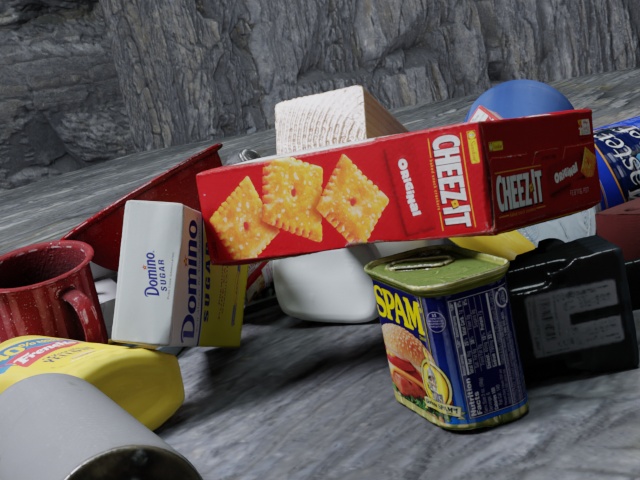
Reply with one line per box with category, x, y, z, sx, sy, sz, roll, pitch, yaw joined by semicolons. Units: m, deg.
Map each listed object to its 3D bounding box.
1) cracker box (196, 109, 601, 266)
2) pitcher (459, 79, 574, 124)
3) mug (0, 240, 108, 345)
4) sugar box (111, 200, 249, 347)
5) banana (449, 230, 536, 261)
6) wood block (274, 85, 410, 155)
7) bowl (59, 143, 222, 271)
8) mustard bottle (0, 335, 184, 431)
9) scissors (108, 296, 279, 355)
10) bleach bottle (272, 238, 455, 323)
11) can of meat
cracker box;0.053;-0.034;0.702;0.214;0.072;0.163;-6;5;37
pitcher;0.213;-0.083;1.087;0.149;0.145;0.242;-42;4;19
mug;-0.204;0.057;0.821;0.117;0.081;0.093;12;30;43
sugar box;-0.092;0.029;0.754;0.048;0.093;0.176;5;-4;9
banana;0.121;-0.021;0.897;0.069;0.037;0.198;11;19;-25
wood block;0.041;-0.069;1.051;0.091;0.090;0.205;-9;-17;23
bowl;-0.138;-0.018;0.904;0.162;0.055;0.162;-32;4;2
mustard bottle;-0.181;0.098;0.726;0.096;0.058;0.192;-18;11;-38
scissors;-0.097;0.075;0.873;0.201;0.016;0.096;-14;12;-12
bleach bottle;0.064;0.007;0.933;0.103;0.068;0.250;-1;12;31
can of meat;0.071;0.053;0.601;0.057;0.084;0.102;-15;10;-16
